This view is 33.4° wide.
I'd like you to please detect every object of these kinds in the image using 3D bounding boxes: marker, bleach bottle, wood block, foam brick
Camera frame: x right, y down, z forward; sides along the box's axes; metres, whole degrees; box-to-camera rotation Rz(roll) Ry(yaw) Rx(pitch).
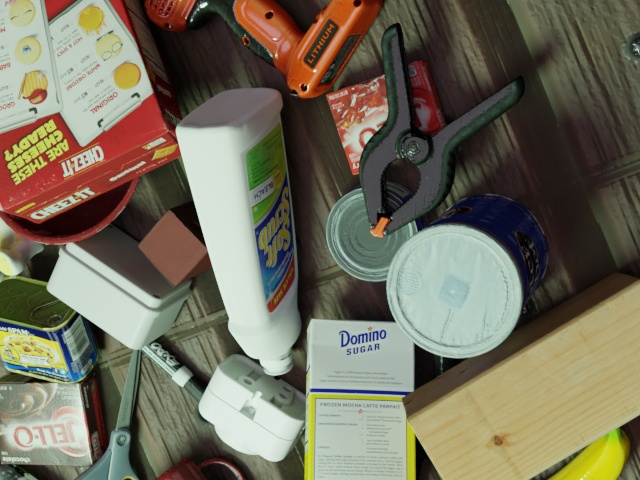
[{"bbox_3d":[-0.152,0.115,1.037,0.121,0.020,0.020,41,112,8],"label":"marker"},{"bbox_3d":[-0.056,0.001,0.933,0.068,0.102,0.251,3,119,27],"label":"bleach bottle"},{"bbox_3d":[0.176,0.117,0.844,0.206,0.090,0.091,-31,91,3],"label":"wood block"},{"bbox_3d":[-0.117,-0.001,0.967,0.053,0.078,0.051,47,114,5],"label":"foam brick"}]

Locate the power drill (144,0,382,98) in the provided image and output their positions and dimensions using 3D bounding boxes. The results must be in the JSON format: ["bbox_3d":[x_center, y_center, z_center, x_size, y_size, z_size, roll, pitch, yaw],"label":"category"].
[{"bbox_3d":[-0.043,-0.224,0.903,0.188,0.057,0.185,38,115,12],"label":"power drill"}]

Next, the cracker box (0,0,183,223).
[{"bbox_3d":[-0.223,-0.145,0.934,0.164,0.072,0.214,-24,74,11],"label":"cracker box"}]

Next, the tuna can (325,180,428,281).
[{"bbox_3d":[0.049,-0.008,0.927,0.086,0.033,0.086,4,103,19],"label":"tuna can"}]

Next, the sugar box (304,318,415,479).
[{"bbox_3d":[0.033,0.157,0.910,0.093,0.048,0.176,3,69,-4],"label":"sugar box"}]

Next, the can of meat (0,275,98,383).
[{"bbox_3d":[-0.272,0.089,1.040,0.102,0.057,0.084,10,133,20],"label":"can of meat"}]

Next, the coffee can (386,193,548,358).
[{"bbox_3d":[0.121,0.024,0.850,0.103,0.140,0.103,4,103,19],"label":"coffee can"}]

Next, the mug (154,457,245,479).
[{"bbox_3d":[-0.125,0.257,1.028,0.117,0.093,0.081,-38,82,-8],"label":"mug"}]

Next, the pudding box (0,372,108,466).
[{"bbox_3d":[-0.277,0.181,1.087,0.114,0.039,0.090,-2,102,21],"label":"pudding box"}]

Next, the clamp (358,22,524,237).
[{"bbox_3d":[0.090,-0.079,0.863,0.120,0.039,0.171,19,108,17],"label":"clamp"}]

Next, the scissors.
[{"bbox_3d":[-0.215,0.205,1.054,0.016,0.096,0.202,22,117,59],"label":"scissors"}]

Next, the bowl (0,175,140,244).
[{"bbox_3d":[-0.226,-0.071,0.988,0.162,0.055,0.162,-3,79,16],"label":"bowl"}]

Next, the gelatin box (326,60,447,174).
[{"bbox_3d":[0.058,-0.104,0.905,0.089,0.030,0.073,-17,96,23],"label":"gelatin box"}]
